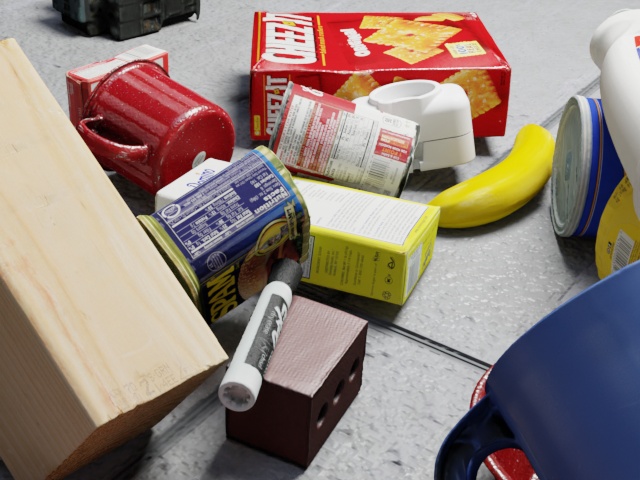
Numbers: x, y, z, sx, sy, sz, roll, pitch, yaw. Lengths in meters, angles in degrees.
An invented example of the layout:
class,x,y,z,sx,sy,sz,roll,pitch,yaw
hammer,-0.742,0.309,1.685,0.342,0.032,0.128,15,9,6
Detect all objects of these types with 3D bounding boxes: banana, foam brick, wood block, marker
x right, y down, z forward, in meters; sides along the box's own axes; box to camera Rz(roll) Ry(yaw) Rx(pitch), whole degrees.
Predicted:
class,x,y,z,sx,sy,sz,roll,pitch,yaw
banana,0.141,-0.052,0.829,0.070,0.037,0.197,25,37,32
foam brick,-0.012,0.076,0.589,0.051,0.053,0.078,16,34,19
wood block,-0.153,0.010,0.545,0.090,0.091,0.206,-25,75,-47
marker,-0.029,0.045,0.566,0.020,0.020,0.121,8,32,8

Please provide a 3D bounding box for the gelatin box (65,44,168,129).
class,x,y,z,sx,sy,sz,roll,pitch,yaw
gelatin box,-0.162,-0.110,0.859,0.030,0.073,0.089,24,38,31

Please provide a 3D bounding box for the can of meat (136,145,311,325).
class,x,y,z,sx,sy,sz,roll,pitch,yaw
can of meat,-0.054,0.001,0.624,0.083,0.102,0.057,-34,72,-16

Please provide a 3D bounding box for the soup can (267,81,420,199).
class,x,y,z,sx,sy,sz,roll,pitch,yaw
soup can,0.015,-0.069,0.784,0.102,0.069,0.068,17,32,-2

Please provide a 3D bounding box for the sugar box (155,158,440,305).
class,x,y,z,sx,sy,sz,roll,pitch,yaw
sugar box,-0.015,-0.009,0.729,0.176,0.048,0.093,11,22,16

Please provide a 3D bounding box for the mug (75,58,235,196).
class,x,y,z,sx,sy,sz,roll,pitch,yaw
mug,-0.125,-0.077,0.788,0.082,0.093,0.117,31,23,30

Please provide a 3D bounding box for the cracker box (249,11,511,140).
class,x,y,z,sx,sy,sz,roll,pitch,yaw
cracker box,0.046,-0.150,0.937,0.213,0.072,0.164,0,28,-2
